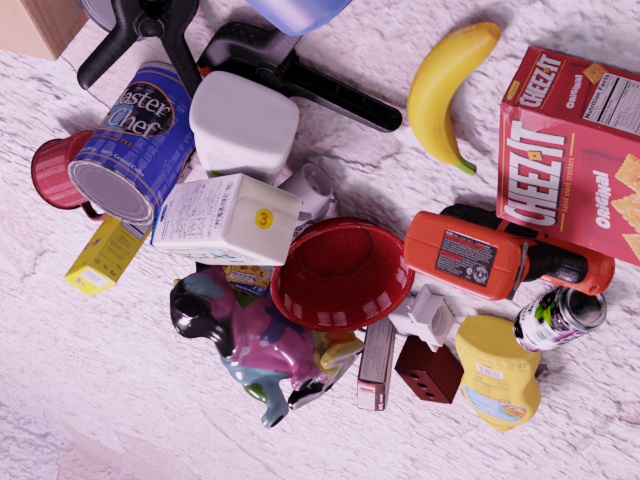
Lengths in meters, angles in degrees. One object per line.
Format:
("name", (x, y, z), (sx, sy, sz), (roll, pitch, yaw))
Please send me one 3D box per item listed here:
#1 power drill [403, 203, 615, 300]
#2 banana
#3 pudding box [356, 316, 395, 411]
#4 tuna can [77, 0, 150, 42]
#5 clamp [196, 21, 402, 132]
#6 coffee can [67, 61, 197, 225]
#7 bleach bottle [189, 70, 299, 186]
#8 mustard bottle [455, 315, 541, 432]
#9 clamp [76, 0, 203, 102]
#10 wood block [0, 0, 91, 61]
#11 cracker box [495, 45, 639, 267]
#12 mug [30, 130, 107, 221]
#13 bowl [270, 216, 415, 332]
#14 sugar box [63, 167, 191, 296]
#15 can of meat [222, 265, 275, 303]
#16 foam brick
("power drill", (0.154, 0.005, 0.967), (0.185, 0.057, 0.187), (19, -167, 33))
("banana", (0.109, -0.124, 0.911), (0.069, 0.037, 0.198), (7, 151, 6))
("pudding box", (0.071, 0.145, 1.331), (0.039, 0.113, 0.090), (5, 149, 7))
("tuna can", (-0.190, -0.232, 1.017), (0.086, 0.033, 0.086), (23, 153, 12))
("clamp", (-0.030, -0.156, 0.987), (0.210, 0.036, 0.164), (4, 146, 45))
("coffee can", (-0.184, -0.102, 1.120), (0.103, 0.140, 0.103), (23, 153, 12))
("bleach bottle", (-0.087, -0.092, 1.093), (0.102, 0.068, 0.251), (21, 167, -5))
("mustard bottle", (0.214, 0.171, 1.272), (0.096, 0.058, 0.191), (17, 144, 26))
("clamp", (-0.164, -0.198, 0.973), (0.120, 0.039, 0.171), (-5, 131, -13))
("wood block", (-0.296, -0.275, 0.985), (0.091, 0.090, 0.206), (16, 150, 25))
("cracker box", (0.251, -0.051, 0.853), (0.214, 0.072, 0.164), (20, 152, 20))
("mug", (-0.293, -0.078, 1.319), (0.082, 0.093, 0.117), (-12, 104, 47))
("bowl", (0.022, 0.027, 1.189), (0.162, 0.055, 0.162), (-5, 131, -6))
("sugar box", (-0.229, -0.020, 1.269), (0.048, 0.176, 0.094), (38, 152, -20))
("can of meat", (-0.091, 0.046, 1.353), (0.102, 0.084, 0.057), (19, 152, 21))
("foam brick", (0.140, 0.166, 1.368), (0.053, 0.051, 0.078), (2, 142, 43))
